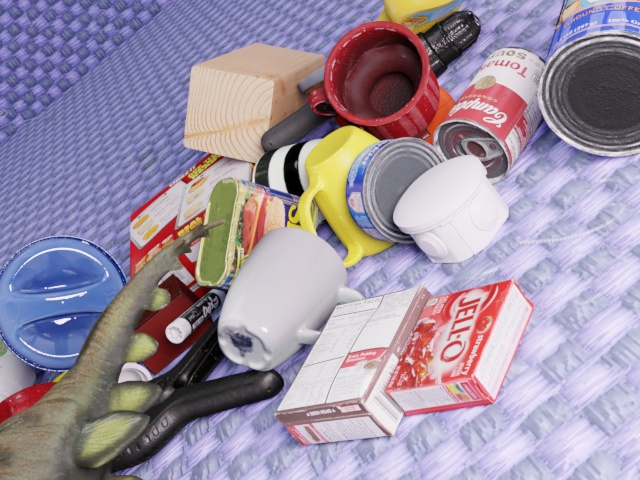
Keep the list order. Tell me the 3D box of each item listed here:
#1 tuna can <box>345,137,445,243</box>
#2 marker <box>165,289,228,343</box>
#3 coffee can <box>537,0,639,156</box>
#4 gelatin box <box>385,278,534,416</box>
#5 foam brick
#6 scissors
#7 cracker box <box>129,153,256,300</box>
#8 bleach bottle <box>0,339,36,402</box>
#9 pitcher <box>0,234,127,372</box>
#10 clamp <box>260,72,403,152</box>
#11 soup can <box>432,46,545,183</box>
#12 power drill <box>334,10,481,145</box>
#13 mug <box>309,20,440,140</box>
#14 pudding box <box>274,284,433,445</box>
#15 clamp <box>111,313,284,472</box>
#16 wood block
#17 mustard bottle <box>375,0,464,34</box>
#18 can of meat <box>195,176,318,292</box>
[{"bbox_3d":[0.064,-0.041,0.872,0.086,0.086,0.034,-48,22,-18],"label":"tuna can"},{"bbox_3d":[-0.108,0.063,0.996,0.020,0.020,0.121,-28,7,27],"label":"marker"},{"bbox_3d":[0.222,-0.144,0.789,0.103,0.102,0.140,-23,28,37],"label":"coffee can"},{"bbox_3d":[0.091,0.069,0.695,0.073,0.030,0.089,-17,32,44],"label":"gelatin box"},{"bbox_3d":[-0.151,0.080,1.031,0.078,0.051,0.053,-40,22,-1],"label":"foam brick"},{"bbox_3d":[0.050,-0.193,1.085,0.096,0.016,0.202,-28,5,-37],"label":"scissors"},{"bbox_3d":[-0.122,-0.020,1.149,0.164,0.072,0.214,-37,21,5],"label":"cracker box"},{"bbox_3d":[-0.379,0.144,1.266,0.102,0.068,0.251,-38,24,7],"label":"bleach bottle"},{"bbox_3d":[-0.293,0.059,1.140,0.145,0.149,0.243,-28,7,-16],"label":"pitcher"},{"bbox_3d":[0.016,-0.139,1.045,0.172,0.039,0.120,-24,22,50],"label":"clamp"},{"bbox_3d":[0.146,-0.104,0.885,0.069,0.068,0.102,-11,36,51],"label":"soup can"},{"bbox_3d":[0.092,-0.149,1.072,0.185,0.057,0.187,-37,19,17],"label":"power drill"},{"bbox_3d":[0.048,-0.132,0.944,0.117,0.093,0.081,-16,-14,15],"label":"mug"},{"bbox_3d":[0.030,0.087,0.749,0.090,0.039,0.113,-18,29,44],"label":"pudding box"},{"bbox_3d":[-0.124,0.130,0.914,0.210,0.036,0.164,-33,22,10],"label":"clamp"},{"bbox_3d":[-0.068,-0.157,1.183,0.091,0.090,0.206,13,20,11],"label":"wood block"},{"bbox_3d":[0.112,-0.257,1.132,0.096,0.058,0.192,-22,-7,-8],"label":"mustard bottle"},{"bbox_3d":[-0.056,0.001,0.932,0.058,0.083,0.102,-5,73,54],"label":"can of meat"}]
